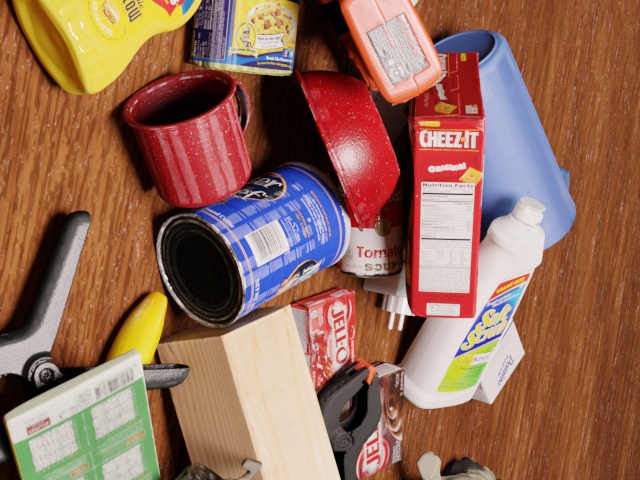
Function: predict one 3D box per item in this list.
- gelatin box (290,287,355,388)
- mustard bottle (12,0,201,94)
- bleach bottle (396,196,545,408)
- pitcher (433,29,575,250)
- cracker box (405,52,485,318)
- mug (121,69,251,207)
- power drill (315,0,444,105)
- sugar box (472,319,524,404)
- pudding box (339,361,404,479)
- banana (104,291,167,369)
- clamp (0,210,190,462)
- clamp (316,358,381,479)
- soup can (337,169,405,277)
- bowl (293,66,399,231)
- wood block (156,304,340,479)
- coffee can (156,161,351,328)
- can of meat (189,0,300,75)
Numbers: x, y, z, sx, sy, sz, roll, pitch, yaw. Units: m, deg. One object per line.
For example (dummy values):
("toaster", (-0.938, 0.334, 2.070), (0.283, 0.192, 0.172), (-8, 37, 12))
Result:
("gelatin box", (0.004, 0.098, 1.077), (0.073, 0.030, 0.089), (-16, 111, -48))
("mustard bottle", (-0.140, -0.199, 0.814), (0.191, 0.058, 0.096), (-47, 126, -34))
("bleach bottle", (0.170, 0.065, 1.158), (0.102, 0.068, 0.251), (-1, 125, -39))
("pitcher", (0.180, -0.099, 1.179), (0.242, 0.145, 0.149), (62, 28, -33))
("cracker box", (0.120, -0.056, 1.044), (0.164, 0.072, 0.214), (-81, 170, -59))
("mug", (-0.097, -0.087, 0.869), (0.117, 0.093, 0.081), (-47, 136, -38))
("power drill", (0.037, -0.202, 0.931), (0.057, 0.188, 0.184), (-30, 111, 3))
("sugar box", (0.190, 0.107, 1.294), (0.093, 0.048, 0.176), (-49, 136, -29))
("pudding box", (0.048, 0.195, 1.146), (0.089, 0.039, 0.113), (-14, 108, -47))
("banana", (-0.163, 0.141, 0.885), (0.069, 0.037, 0.198), (-10, 109, -72))
("clamp", (-0.202, 0.103, 0.802), (0.209, 0.036, 0.164), (-48, 115, -25))
("clamp", (0.020, 0.206, 1.079), (0.120, 0.039, 0.171), (32, 90, -40))
("soup can", (0.051, -0.019, 1.077), (0.068, 0.069, 0.102), (-13, 108, -48))
("bowl", (0.030, -0.092, 0.968), (0.055, 0.162, 0.162), (-22, 125, 2))
("wood block", (-0.056, 0.170, 0.932), (0.090, 0.091, 0.206), (-22, 99, -47))
("coffee can", (-0.056, 0.001, 0.925), (0.140, 0.103, 0.103), (-29, 120, -43))
("can of meat", (-0.063, -0.186, 0.911), (0.101, 0.058, 0.084), (-5, 104, -49))
